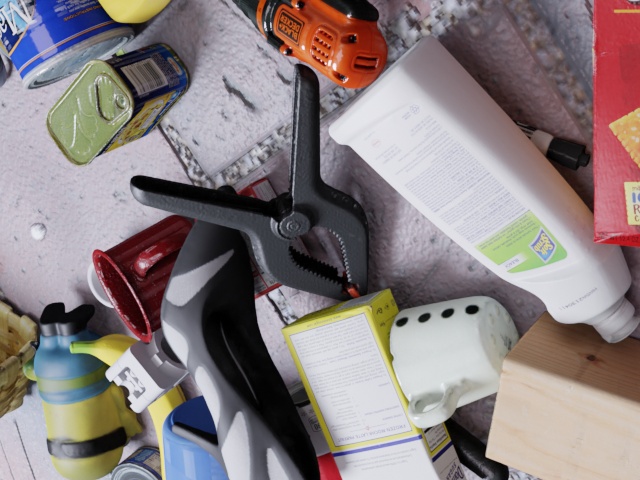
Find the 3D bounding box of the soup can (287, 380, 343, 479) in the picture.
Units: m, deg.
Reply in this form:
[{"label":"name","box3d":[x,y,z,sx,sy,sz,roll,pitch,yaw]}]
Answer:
[{"label":"soup can","box3d":[0.007,0.174,0.931,0.069,0.068,0.102,-16,101,37]}]

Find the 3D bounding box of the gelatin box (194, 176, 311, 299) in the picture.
[{"label":"gelatin box","box3d":[-0.056,0.001,0.919,0.073,0.030,0.089,-29,93,37]}]

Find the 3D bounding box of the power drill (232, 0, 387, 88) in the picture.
[{"label":"power drill","box3d":[0.003,-0.219,0.742,0.185,0.057,0.188,43,127,45]}]

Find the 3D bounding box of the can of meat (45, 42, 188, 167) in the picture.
[{"label":"can of meat","box3d":[-0.170,-0.117,0.905,0.102,0.083,0.057,-39,87,38]}]

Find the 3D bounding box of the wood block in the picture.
[{"label":"wood block","box3d":[0.234,0.134,0.751,0.206,0.090,0.090,18,119,26]}]

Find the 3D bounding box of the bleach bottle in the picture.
[{"label":"bleach bottle","box3d":[0.127,-0.022,0.756,0.251,0.068,0.103,46,139,-6]}]

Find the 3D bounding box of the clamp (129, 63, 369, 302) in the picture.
[{"label":"clamp","box3d":[-0.035,-0.019,0.831,0.165,0.036,0.210,-26,125,10]}]

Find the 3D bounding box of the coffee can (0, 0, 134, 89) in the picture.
[{"label":"coffee can","box3d":[-0.233,-0.212,0.892,0.103,0.102,0.140,-23,97,38]}]

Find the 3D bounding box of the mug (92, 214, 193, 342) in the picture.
[{"label":"mug","box3d":[-0.139,0.025,0.928,0.093,0.081,0.117,53,156,13]}]

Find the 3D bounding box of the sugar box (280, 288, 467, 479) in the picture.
[{"label":"sugar box","box3d":[0.044,0.135,0.859,0.094,0.048,0.176,-19,97,37]}]

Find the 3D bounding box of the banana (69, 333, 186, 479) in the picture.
[{"label":"banana","box3d":[-0.165,0.164,1.046,0.070,0.037,0.198,-28,103,9]}]

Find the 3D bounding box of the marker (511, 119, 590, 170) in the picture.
[{"label":"marker","box3d":[0.135,-0.078,0.765,0.121,0.020,0.020,24,122,22]}]

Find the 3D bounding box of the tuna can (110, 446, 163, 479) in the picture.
[{"label":"tuna can","box3d":[-0.177,0.260,1.109,0.086,0.033,0.086,14,118,28]}]

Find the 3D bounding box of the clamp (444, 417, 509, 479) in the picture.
[{"label":"clamp","box3d":[0.069,0.154,0.900,0.120,0.039,0.171,-41,80,34]}]
